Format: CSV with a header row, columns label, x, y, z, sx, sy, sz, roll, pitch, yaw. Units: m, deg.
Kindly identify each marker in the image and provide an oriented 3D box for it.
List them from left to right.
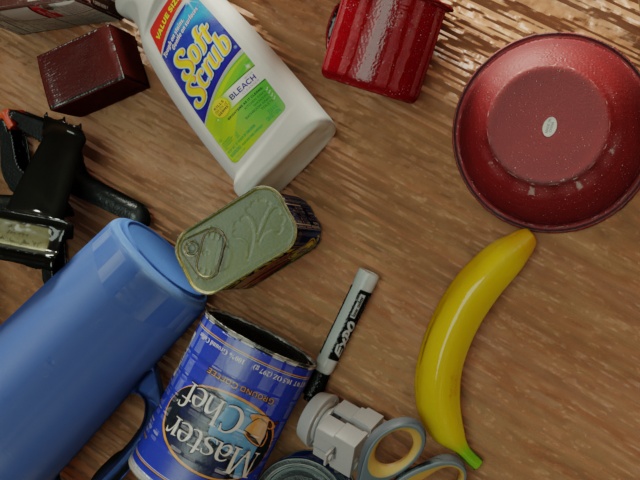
label,x,y,z,sx,sy,sz,roll,pitch,yaw
marker,0.015,0.080,0.889,0.020,0.020,0.121,28,97,16

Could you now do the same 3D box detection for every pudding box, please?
label,x,y,z,sx,sy,sz,roll,pitch,yaw
pudding box,-0.243,-0.213,0.940,0.114,0.090,0.039,-3,89,17

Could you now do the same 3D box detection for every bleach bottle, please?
label,x,y,z,sx,sy,sz,roll,pitch,yaw
bleach bottle,-0.102,-0.154,0.910,0.103,0.068,0.251,-44,75,11

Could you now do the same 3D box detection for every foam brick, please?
label,x,y,z,sx,sy,sz,roll,pitch,yaw
foam brick,-0.201,-0.149,0.945,0.078,0.053,0.051,-20,83,15

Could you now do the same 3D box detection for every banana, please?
label,x,y,z,sx,sy,sz,roll,pitch,yaw
banana,0.116,0.080,0.851,0.069,0.037,0.198,12,96,-12

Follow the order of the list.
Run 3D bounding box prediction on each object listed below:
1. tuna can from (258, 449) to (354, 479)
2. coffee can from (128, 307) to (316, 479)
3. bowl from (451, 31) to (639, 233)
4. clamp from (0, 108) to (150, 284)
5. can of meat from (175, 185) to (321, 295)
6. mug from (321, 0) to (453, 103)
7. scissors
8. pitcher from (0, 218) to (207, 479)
label,x,y,z,sx,sy,sz,roll,pitch,yaw
tuna can,-0.013,0.219,0.887,0.086,0.033,0.086,0,88,17
coffee can,-0.079,0.140,0.869,0.103,0.102,0.140,28,92,16
bowl,0.177,-0.086,0.824,0.162,0.055,0.162,0,89,17
clamp,-0.242,-0.040,0.964,0.120,0.039,0.171,-44,77,8
can of meat,-0.056,0.001,0.879,0.102,0.083,0.057,-31,80,14
mug,0.042,-0.162,0.858,0.117,0.093,0.081,27,103,47
scissors,0.016,0.203,0.840,0.202,0.016,0.096,-21,112,0
pitcher,-0.205,0.107,0.908,0.243,0.149,0.145,-45,47,8
